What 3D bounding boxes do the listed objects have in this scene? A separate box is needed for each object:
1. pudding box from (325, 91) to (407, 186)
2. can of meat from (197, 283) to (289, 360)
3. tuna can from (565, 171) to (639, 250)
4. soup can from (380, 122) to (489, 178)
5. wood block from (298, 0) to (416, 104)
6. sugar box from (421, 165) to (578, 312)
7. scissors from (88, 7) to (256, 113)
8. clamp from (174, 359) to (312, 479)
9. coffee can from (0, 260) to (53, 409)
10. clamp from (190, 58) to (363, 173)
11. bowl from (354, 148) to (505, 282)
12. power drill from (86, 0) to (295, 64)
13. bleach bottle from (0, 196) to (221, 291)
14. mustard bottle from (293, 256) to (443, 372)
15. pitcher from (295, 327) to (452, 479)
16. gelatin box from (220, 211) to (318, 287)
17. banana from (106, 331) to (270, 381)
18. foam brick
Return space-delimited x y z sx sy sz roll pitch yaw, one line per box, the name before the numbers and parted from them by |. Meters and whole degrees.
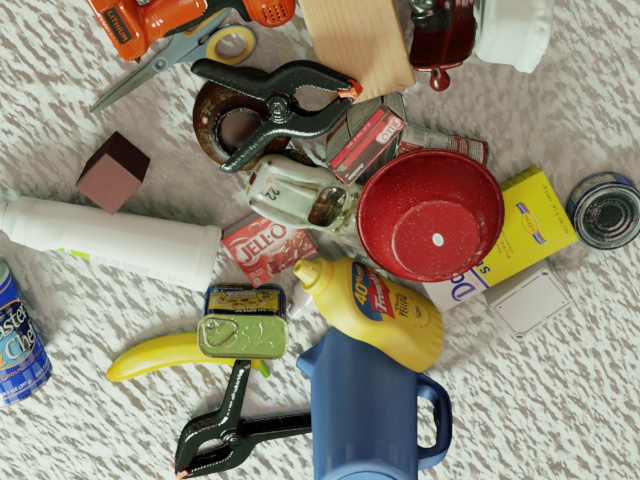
pudding box | 0.047 -0.115 1.114 0.039 0.113 0.090 39 108 -16
can of meat | -0.087 0.090 1.223 0.102 0.084 0.057 2 116 -3
tuna can | 0.323 -0.032 1.206 0.086 0.034 0.086 -1 115 -2
soup can | 0.123 -0.087 1.155 0.102 0.068 0.068 14 114 -8
wood block | 0.024 -0.249 1.063 0.091 0.090 0.206 -16 115 6
sugar box | 0.187 -0.001 1.196 0.176 0.048 0.093 -30 101 4
scissors | -0.148 -0.182 1.130 0.096 0.016 0.202 37 109 -17
clamp | -0.109 0.224 1.303 0.210 0.036 0.164 -31 125 17
coffee can | -0.378 0.107 1.212 0.103 0.103 0.140 -15 115 5
clamp | -0.047 -0.143 1.060 0.172 0.039 0.120 -18 113 19
bowl | 0.118 -0.013 1.123 0.162 0.055 0.162 0 119 -1
power drill | -0.131 -0.258 1.024 0.188 0.057 0.184 -17 139 7
bleach bottle | -0.239 -0.004 1.167 0.250 0.103 0.068 13 76 -7
mustard bottle | 0.050 0.070 1.195 0.191 0.096 0.058 29 130 -25
pitcher | 0.060 0.212 1.198 0.149 0.243 0.145 -25 117 15
gelatin box | -0.058 0.002 1.212 0.089 0.030 0.073 -30 112 11
banana | -0.158 0.140 1.271 0.197 0.037 0.070 0 115 -2
foam brick | -0.221 -0.073 1.145 0.051 0.078 0.053 42 107 -17
